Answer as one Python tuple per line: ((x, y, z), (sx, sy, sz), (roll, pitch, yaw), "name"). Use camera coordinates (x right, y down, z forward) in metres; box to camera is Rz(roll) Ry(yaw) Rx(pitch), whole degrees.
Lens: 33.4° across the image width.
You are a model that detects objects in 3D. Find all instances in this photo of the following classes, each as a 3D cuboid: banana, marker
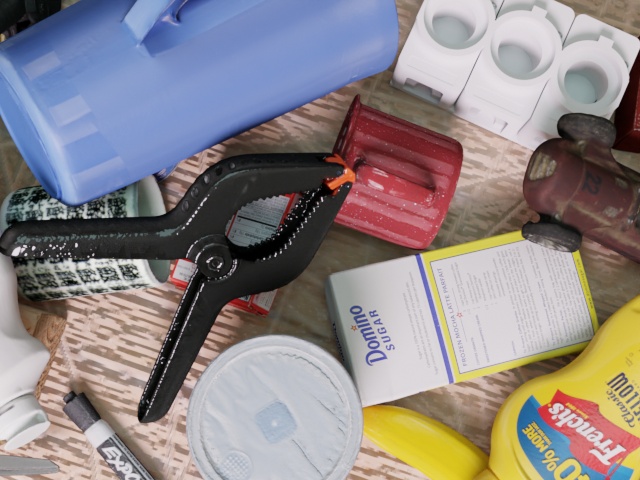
((0.102, 0.182, 0.727), (0.069, 0.037, 0.198), (-34, 84, -6), "banana")
((-0.136, 0.152, 0.733), (0.020, 0.020, 0.121), (-41, 85, -7), "marker")

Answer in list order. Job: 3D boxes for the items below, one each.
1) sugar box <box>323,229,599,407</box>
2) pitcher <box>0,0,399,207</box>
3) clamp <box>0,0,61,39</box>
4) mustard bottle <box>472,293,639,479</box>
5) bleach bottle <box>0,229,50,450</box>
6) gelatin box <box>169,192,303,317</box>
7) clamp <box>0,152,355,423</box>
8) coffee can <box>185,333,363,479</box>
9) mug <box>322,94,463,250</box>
((0.097, 0.050, 0.735), (0.176, 0.048, 0.093), (-12, 81, -8), "sugar box")
((-0.079, -0.125, 0.670), (0.242, 0.145, 0.149), (-30, 123, -19), "pitcher")
((-0.210, -0.157, 0.725), (0.039, 0.120, 0.171), (-6, 67, 4), "clamp")
((0.169, 0.125, 0.690), (0.191, 0.058, 0.096), (-37, 77, -4), "mustard bottle")
((-0.229, 0.008, 0.643), (0.102, 0.068, 0.251), (-29, 75, -21), "bleach bottle")
((-0.055, 0.001, 0.737), (0.073, 0.030, 0.089), (16, 80, 32), "gelatin box")
((-0.069, 0.017, 0.666), (0.210, 0.036, 0.164), (-26, 121, -4), "clamp")
((-0.029, 0.114, 0.680), (0.103, 0.140, 0.103), (0, 82, -2), "coffee can")
((0.047, -0.042, 0.721), (0.081, 0.117, 0.093), (20, 94, -4), "mug")
